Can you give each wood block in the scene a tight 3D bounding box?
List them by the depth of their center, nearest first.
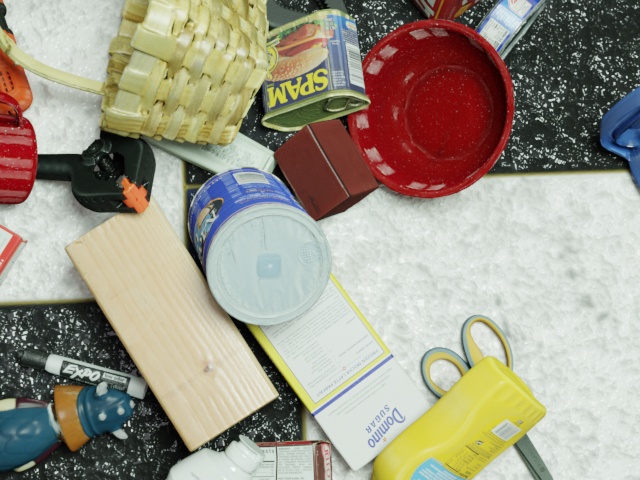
[{"bbox_3d":[-0.130,0.075,0.946,0.090,0.090,0.206,-32,83,-8],"label":"wood block"}]

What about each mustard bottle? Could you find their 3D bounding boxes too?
[{"bbox_3d":[0.104,0.187,0.933,0.192,0.096,0.058,-43,50,8],"label":"mustard bottle"}]

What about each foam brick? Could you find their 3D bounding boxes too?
[{"bbox_3d":[0.005,-0.065,0.983,0.053,0.051,0.078,-34,83,38],"label":"foam brick"}]

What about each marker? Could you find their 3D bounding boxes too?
[{"bbox_3d":[-0.217,0.119,0.971,0.121,0.020,0.020,15,81,0],"label":"marker"}]

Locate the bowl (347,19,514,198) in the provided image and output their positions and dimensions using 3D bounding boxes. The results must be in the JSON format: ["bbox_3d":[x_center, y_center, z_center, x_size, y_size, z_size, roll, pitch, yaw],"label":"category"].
[{"bbox_3d":[0.108,-0.119,0.983,0.162,0.055,0.162,1,93,28],"label":"bowl"}]

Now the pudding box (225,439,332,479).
[{"bbox_3d":[-0.036,0.233,0.935,0.090,0.039,0.113,-6,78,25],"label":"pudding box"}]

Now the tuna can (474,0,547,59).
[{"bbox_3d":[0.173,-0.202,1.003,0.034,0.086,0.086,40,82,5],"label":"tuna can"}]

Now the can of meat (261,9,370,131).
[{"bbox_3d":[-0.009,-0.156,0.987,0.102,0.057,0.084,-14,77,34],"label":"can of meat"}]

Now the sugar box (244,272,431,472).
[{"bbox_3d":[0.014,0.111,0.969,0.093,0.048,0.176,-35,88,-7],"label":"sugar box"}]

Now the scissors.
[{"bbox_3d":[0.156,0.169,0.980,0.096,0.016,0.202,-15,82,-3],"label":"scissors"}]

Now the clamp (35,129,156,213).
[{"bbox_3d":[-0.189,-0.079,0.955,0.172,0.039,0.120,30,77,43],"label":"clamp"}]

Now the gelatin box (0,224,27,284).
[{"bbox_3d":[-0.327,0.007,0.980,0.089,0.030,0.073,30,83,3],"label":"gelatin box"}]

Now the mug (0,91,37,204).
[{"bbox_3d":[-0.300,-0.083,0.948,0.081,0.117,0.093,2,38,-33],"label":"mug"}]

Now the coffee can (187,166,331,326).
[{"bbox_3d":[-0.056,0.001,0.919,0.102,0.140,0.103,-4,108,-12],"label":"coffee can"}]
